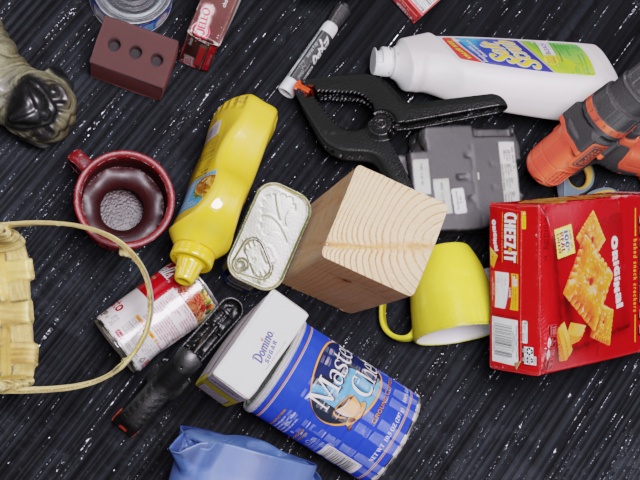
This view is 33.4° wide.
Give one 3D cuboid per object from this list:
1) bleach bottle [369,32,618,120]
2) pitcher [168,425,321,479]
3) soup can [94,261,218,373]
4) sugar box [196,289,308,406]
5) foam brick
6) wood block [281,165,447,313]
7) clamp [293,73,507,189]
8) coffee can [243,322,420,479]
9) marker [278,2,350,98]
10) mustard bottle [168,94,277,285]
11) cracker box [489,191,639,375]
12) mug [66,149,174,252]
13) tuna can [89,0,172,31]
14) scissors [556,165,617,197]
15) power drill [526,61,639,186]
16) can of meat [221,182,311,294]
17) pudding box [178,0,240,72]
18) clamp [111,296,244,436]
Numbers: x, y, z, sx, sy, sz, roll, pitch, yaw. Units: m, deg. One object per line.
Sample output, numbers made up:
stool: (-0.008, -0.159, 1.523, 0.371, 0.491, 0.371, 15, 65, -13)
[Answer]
bleach bottle: (0.178, -0.174, 1.125, 0.250, 0.068, 0.102, 3, 40, -11)
pitcher: (-0.089, 0.303, 0.987, 0.149, 0.145, 0.243, 15, 82, 2)
soup can: (-0.157, 0.072, 1.028, 0.102, 0.068, 0.068, -37, 91, -14)
sugar box: (-0.066, 0.104, 0.987, 0.048, 0.176, 0.093, 37, 76, -5)
foam brick: (-0.186, -0.181, 1.067, 0.078, 0.051, 0.053, 18, 79, -9)
wood block: (0.033, 0.006, 1.007, 0.090, 0.206, 0.090, 24, 78, -9)
clamp: (0.072, -0.118, 1.076, 0.210, 0.036, 0.164, 34, 80, 16)
coffee can: (0.011, 0.156, 1.034, 0.140, 0.103, 0.102, 33, 76, -6)
marker: (-0.005, -0.202, 1.126, 0.020, 0.020, 0.121, 34, 76, -6)
mustard bottle: (-0.100, -0.043, 1.018, 0.058, 0.096, 0.191, 30, 60, -20)
cracker box: (0.263, 0.037, 1.065, 0.213, 0.072, 0.164, -6, 97, -38)
mug: (-0.199, -0.041, 1.028, 0.117, 0.082, 0.093, 42, 76, -4)
tuna can: (-0.192, -0.254, 1.085, 0.086, 0.034, 0.086, 2, 82, -12)
scissors: (0.246, -0.038, 1.124, 0.201, 0.016, 0.096, -13, 72, -36)
power drill: (0.330, -0.113, 1.096, 0.187, 0.185, 0.057, 7, 57, -35)
can of meat: (-0.057, 0.001, 1.051, 0.057, 0.084, 0.102, 25, 77, -8)
pudding box: (-0.104, -0.235, 1.073, 0.039, 0.090, 0.113, 24, 77, -10)
clamp: (-0.141, 0.129, 0.985, 0.039, 0.120, 0.172, 42, 110, 4)
